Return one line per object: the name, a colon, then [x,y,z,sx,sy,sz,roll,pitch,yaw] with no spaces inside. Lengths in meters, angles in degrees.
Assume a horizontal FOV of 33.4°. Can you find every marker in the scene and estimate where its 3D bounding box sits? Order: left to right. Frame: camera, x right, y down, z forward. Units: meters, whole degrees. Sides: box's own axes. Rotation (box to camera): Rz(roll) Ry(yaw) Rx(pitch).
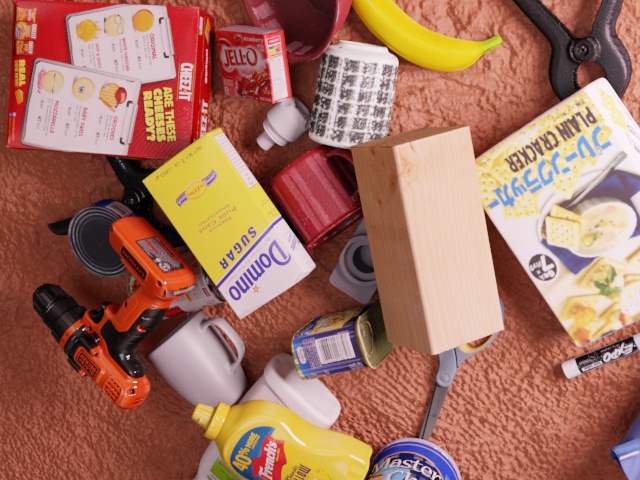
marker: [0.306,0.111,1.091,0.121,0.020,0.020,-26,92,22]

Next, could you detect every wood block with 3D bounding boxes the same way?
wood block: [0.105,-0.002,1.058,0.090,0.090,0.206,10,114,63]

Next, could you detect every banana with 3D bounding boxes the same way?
banana: [0.085,-0.227,1.088,0.198,0.037,0.069,35,82,6]

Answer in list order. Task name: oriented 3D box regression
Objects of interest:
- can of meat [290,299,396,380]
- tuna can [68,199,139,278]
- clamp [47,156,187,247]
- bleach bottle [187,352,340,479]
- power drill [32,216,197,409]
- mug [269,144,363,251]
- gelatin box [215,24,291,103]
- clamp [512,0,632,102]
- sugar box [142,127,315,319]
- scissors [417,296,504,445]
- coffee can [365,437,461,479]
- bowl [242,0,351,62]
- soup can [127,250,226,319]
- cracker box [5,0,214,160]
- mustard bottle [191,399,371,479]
can of meat: [0.024,0.107,1.142,0.084,0.102,0.057,-15,96,23]
tuna can: [-0.240,-0.003,1.207,0.086,0.033,0.086,9,114,20]
clamp: [-0.212,-0.058,1.220,0.210,0.036,0.165,18,107,18]
bleach bottle: [-0.091,0.247,1.230,0.102,0.068,0.251,43,113,2]
power drill: [-0.228,0.066,1.168,0.184,0.057,0.188,43,121,17]
mug: [0.006,-0.053,1.116,0.081,0.093,0.117,55,137,6]
gelatin box: [-0.072,-0.186,1.124,0.089,0.030,0.073,18,122,47]
clamp: [0.247,-0.191,1.038,0.120,0.039,0.171,1,104,30]
sugar box: [-0.093,-0.017,1.096,0.093,0.048,0.176,-34,92,19]
scissors: [0.123,0.131,1.159,0.096,0.016,0.202,36,110,10]
coffee can: [0.086,0.289,1.130,0.103,0.140,0.103,6,112,16]
bowl: [-0.016,-0.265,1.079,0.162,0.055,0.162,31,132,40]
soup can: [-0.157,0.049,1.208,0.102,0.068,0.068,-17,96,20]
cracker box: [-0.229,-0.173,1.165,0.214,0.072,0.164,5,94,11]
mustard bottle: [-0.048,0.222,1.141,0.191,0.058,0.096,26,121,-2]
